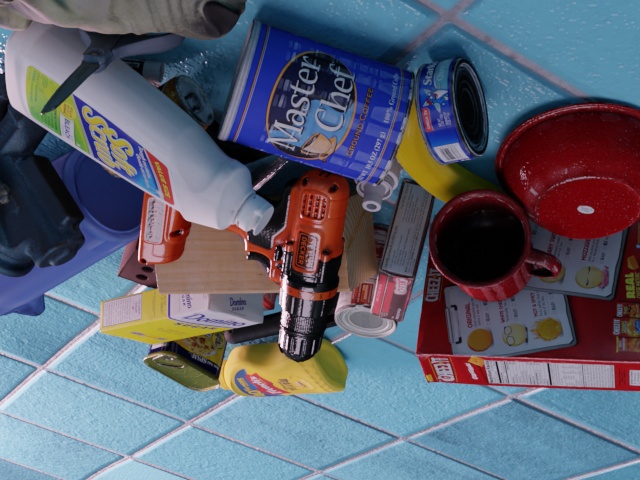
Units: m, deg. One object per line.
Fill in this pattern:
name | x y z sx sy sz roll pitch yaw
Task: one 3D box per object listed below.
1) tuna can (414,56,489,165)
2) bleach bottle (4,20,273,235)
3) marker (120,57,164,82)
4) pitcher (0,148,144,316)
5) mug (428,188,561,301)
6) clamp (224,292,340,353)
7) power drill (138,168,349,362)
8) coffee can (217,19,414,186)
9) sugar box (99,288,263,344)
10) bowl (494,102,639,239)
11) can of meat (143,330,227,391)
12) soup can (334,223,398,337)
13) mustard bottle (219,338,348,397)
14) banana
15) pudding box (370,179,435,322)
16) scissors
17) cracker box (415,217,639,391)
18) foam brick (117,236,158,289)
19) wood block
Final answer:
tuna can | 0.110 -0.107 0.881 0.034 0.086 0.086 -9 143 27
bleach bottle | -0.147 -0.089 0.892 0.251 0.068 0.103 34 145 11
marker | -0.201 -0.158 0.961 0.121 0.020 0.020 8 149 6
pitcher | -0.299 -0.021 1.125 0.243 0.145 0.149 -23 152 38
mug | 0.164 0.012 0.983 0.117 0.093 0.081 12 167 22
clamp | -0.028 0.093 1.264 0.172 0.039 0.120 -33 157 36
power drill | -0.070 0.008 0.969 0.188 0.057 0.184 15 112 14
coffee can | -0.005 -0.114 0.890 0.140 0.102 0.103 16 148 -9
sugar box | -0.161 0.083 1.234 0.177 0.048 0.093 -11 161 36
bowl | 0.237 -0.049 0.949 0.162 0.055 0.162 4 145 3
can of meat | -0.167 0.132 1.357 0.058 0.084 0.102 -19 138 40
soup can | 0.054 0.043 1.124 0.068 0.102 0.068 8 148 5
mustard bottle | -0.066 0.172 1.414 0.192 0.058 0.096 -9 143 31
banana | 0.113 -0.072 0.982 0.070 0.037 0.197 -11 142 30
pudding box | 0.082 0.011 1.052 0.039 0.113 0.090 13 149 3
scissors | -0.154 -0.141 0.824 0.096 0.202 0.016 0 122 -5
cracker box | 0.211 0.060 1.042 0.214 0.164 0.072 0 145 17
foam brick | -0.188 0.012 1.201 0.053 0.051 0.078 21 147 -16
wood block | -0.057 0.001 1.075 0.206 0.090 0.090 -2 -171 21
